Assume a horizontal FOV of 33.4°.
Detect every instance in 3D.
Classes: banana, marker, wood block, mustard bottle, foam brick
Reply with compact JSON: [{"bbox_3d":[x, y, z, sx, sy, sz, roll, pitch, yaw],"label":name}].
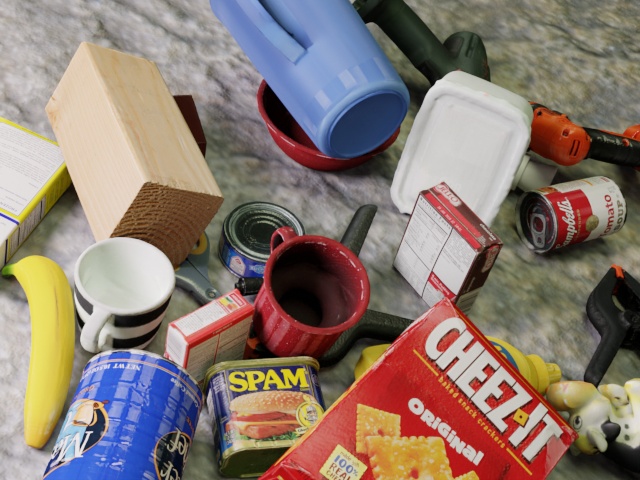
[{"bbox_3d":[-0.236,0.079,0.912,0.037,0.070,0.198,15,39,-35],"label":"banana"},{"bbox_3d":[-0.026,0.040,1.030,0.120,0.020,0.020,-4,49,-27],"label":"marker"},{"bbox_3d":[-0.181,-0.084,1.017,0.090,0.091,0.206,10,37,-40],"label":"wood block"},{"bbox_3d":[0.133,0.133,0.970,0.191,0.058,0.096,-5,51,-21],"label":"mustard bottle"},{"bbox_3d":[-0.154,-0.108,1.117,0.053,0.051,0.078,-5,50,-20],"label":"foam brick"}]

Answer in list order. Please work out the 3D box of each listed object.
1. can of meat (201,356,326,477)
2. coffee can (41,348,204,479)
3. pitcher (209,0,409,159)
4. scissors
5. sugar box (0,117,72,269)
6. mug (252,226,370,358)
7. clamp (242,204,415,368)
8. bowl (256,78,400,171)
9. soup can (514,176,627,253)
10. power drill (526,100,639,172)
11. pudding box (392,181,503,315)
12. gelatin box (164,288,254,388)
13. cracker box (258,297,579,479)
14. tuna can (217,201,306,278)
[{"bbox_3d":[-0.044,0.150,0.904,0.102,0.057,0.084,-1,51,-17],"label":"can of meat"},{"bbox_3d":[-0.154,0.169,0.820,0.103,0.103,0.140,15,45,-2],"label":"coffee can"},{"bbox_3d":[-0.016,-0.206,1.115,0.149,0.145,0.243,-19,58,-22],"label":"pitcher"},{"bbox_3d":[-0.100,0.041,1.019,0.202,0.016,0.096,34,42,8],"label":"scissors"},{"bbox_3d":[-0.313,-0.037,1.010,0.093,0.048,0.176,25,49,4],"label":"sugar box"},{"bbox_3d":[-0.018,0.044,0.931,0.093,0.082,0.117,-16,68,-25],"label":"mug"},{"bbox_3d":[0.022,0.070,1.002,0.209,0.036,0.164,-30,75,-32],"label":"clamp"},{"bbox_3d":[0.004,-0.127,1.179,0.162,0.055,0.162,8,46,-9],"label":"bowl"},{"bbox_3d":[0.272,-0.029,1.157,0.102,0.069,0.068,-12,52,-26],"label":"soup can"},{"bbox_3d":[0.307,-0.118,1.233,0.187,0.057,0.184,7,19,-18],"label":"power drill"},{"bbox_3d":[0.121,0.013,1.041,0.039,0.114,0.090,-20,57,-32],"label":"pudding box"},{"bbox_3d":[-0.099,0.092,0.919,0.073,0.089,0.030,-27,59,-35],"label":"gelatin box"},{"bbox_3d":[0.083,0.174,0.857,0.164,0.072,0.213,47,60,3],"label":"cracker box"},{"bbox_3d":[-0.057,0.001,1.055,0.086,0.034,0.086,8,46,-9],"label":"tuna can"}]
